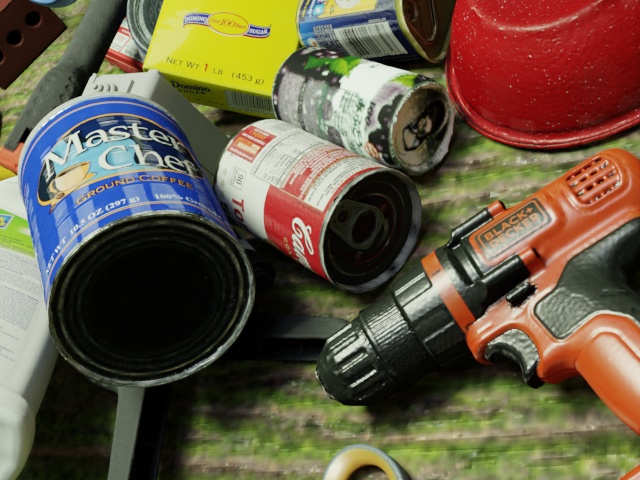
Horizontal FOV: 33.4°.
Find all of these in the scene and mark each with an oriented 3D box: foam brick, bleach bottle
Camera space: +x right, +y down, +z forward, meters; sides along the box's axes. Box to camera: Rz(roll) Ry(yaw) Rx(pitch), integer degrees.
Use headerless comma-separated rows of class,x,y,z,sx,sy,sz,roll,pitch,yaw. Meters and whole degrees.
foam brick,-0.262,-0.177,0.891,0.078,0.053,0.051,-46,44,0
bleach bottle,-0.189,0.031,0.645,0.250,0.102,0.068,-81,15,-58

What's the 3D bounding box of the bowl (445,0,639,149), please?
bowl,0.132,-0.130,0.571,0.162,0.055,0.162,-18,50,23

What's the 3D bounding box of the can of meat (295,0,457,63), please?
can of meat,0.039,-0.156,0.657,0.084,0.057,0.102,0,60,37

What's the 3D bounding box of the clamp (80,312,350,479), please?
clamp,-0.093,0.068,0.599,0.164,0.036,0.210,-45,43,-13

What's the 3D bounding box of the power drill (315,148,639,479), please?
power drill,0.097,0.063,0.456,0.184,0.057,0.188,-35,45,9

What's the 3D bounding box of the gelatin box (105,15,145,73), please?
gelatin box,-0.114,-0.159,0.788,0.073,0.030,0.089,30,78,43

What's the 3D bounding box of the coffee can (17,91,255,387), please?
coffee can,-0.102,-0.005,0.570,0.103,0.102,0.140,-39,37,5

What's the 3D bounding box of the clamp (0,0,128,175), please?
clamp,-0.169,-0.099,0.708,0.171,0.039,0.120,-90,19,-64

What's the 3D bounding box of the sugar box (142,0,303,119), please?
sugar box,-0.046,-0.171,0.693,0.093,0.048,0.176,12,75,2

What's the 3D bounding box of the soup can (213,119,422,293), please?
soup can,-0.004,-0.022,0.583,0.102,0.068,0.068,29,79,45

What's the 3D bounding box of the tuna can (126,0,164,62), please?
tuna can,-0.089,-0.153,0.733,0.086,0.034,0.086,-1,75,4
